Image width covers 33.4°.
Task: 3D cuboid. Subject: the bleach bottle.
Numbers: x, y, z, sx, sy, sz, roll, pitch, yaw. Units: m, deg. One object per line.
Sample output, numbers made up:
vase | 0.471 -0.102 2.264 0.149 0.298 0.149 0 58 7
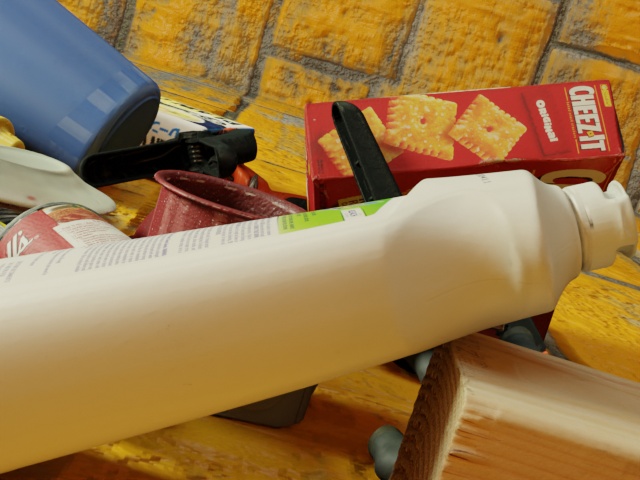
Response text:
bleach bottle | -0.015 0.020 0.366 0.251 0.068 0.102 -12 11 -1

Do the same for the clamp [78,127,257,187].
clamp | -0.089 -0.066 0.819 0.120 0.039 0.171 5 16 25

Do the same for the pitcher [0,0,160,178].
pitcher | -0.262 -0.148 0.903 0.243 0.145 0.149 37 -2 4

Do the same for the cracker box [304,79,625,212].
cracker box | 0.097 -0.040 0.790 0.213 0.072 0.164 -4 -25 -1

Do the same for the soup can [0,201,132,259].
soup can | -0.100 0.030 0.476 0.068 0.068 0.102 9 14 -39

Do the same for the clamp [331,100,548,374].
clamp | 0.051 0.013 0.668 0.210 0.164 0.036 26 -19 5

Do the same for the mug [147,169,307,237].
mug | -0.047 0.016 0.598 0.117 0.081 0.093 13 11 -25
